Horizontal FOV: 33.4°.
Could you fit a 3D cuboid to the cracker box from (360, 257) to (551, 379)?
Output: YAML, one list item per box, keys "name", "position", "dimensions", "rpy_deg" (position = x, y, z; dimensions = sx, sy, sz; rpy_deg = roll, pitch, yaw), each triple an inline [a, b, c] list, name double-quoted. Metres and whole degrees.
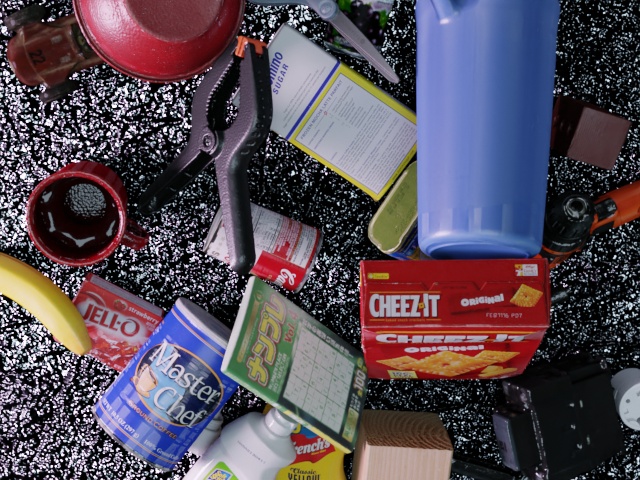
- name: "cracker box"
  position: [0.121, 0.079, 1.011]
  dimensions: [0.164, 0.213, 0.072]
  rpy_deg: [-1, 72, 4]

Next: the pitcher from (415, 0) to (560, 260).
- name: "pitcher"
  position: [0.154, -0.101, 0.970]
  dimensions: [0.149, 0.145, 0.243]
  rpy_deg: [5, 76, -6]

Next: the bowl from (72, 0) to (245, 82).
- name: "bowl"
  position: [-0.137, -0.222, 0.951]
  dimensions: [0.162, 0.055, 0.162]
  rpy_deg: [-3, 100, -20]

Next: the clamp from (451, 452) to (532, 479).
- name: "clamp"
  position: [0.225, 0.246, 1.165]
  dimensions: [0.171, 0.039, 0.120]
  rpy_deg: [42, 97, -17]

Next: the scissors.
- name: "scissors"
  position: [-0.013, -0.210, 0.992]
  dimensions: [0.096, 0.016, 0.202]
  rpy_deg: [-29, 82, 17]

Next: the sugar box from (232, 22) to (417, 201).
- name: "sugar box"
  position: [0.011, -0.125, 1.041]
  dimensions: [0.176, 0.048, 0.093]
  rpy_deg: [34, 102, -9]

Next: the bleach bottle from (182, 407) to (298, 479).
- name: "bleach bottle"
  position: [-0.095, 0.269, 1.105]
  dimensions: [0.102, 0.068, 0.251]
  rpy_deg: [36, 112, -2]

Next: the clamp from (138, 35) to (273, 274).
- name: "clamp"
  position: [-0.101, -0.089, 1.004]
  dimensions: [0.036, 0.165, 0.210]
  rpy_deg: [3, 103, -49]

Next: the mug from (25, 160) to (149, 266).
- name: "mug"
  position: [-0.219, -0.026, 1.030]
  dimensions: [0.117, 0.081, 0.093]
  rpy_deg: [25, 102, -11]

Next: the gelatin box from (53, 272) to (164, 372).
- name: "gelatin box"
  position: [-0.215, 0.086, 1.089]
  dimensions: [0.089, 0.030, 0.073]
  rpy_deg: [29, 101, -12]

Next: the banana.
- name: "banana"
  position: [-0.310, 0.051, 1.056]
  dimensions: [0.198, 0.037, 0.069]
  rpy_deg: [19, 93, 2]

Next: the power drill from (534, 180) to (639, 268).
- name: "power drill"
  position: [0.288, -0.039, 1.027]
  dimensions: [0.187, 0.184, 0.057]
  rpy_deg: [-23, 80, -4]

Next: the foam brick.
- name: "foam brick"
  position: [0.260, -0.107, 1.048]
  dimensions: [0.051, 0.078, 0.053]
  rpy_deg: [16, 104, -10]

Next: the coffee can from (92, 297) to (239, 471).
- name: "coffee can"
  position: [-0.143, 0.142, 1.061]
  dimensions: [0.102, 0.103, 0.140]
  rpy_deg: [39, 90, -13]

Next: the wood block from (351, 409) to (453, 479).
- name: "wood block"
  position: [0.079, 0.294, 1.140]
  dimensions: [0.090, 0.090, 0.206]
  rpy_deg: [3, 106, -5]

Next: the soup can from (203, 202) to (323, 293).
- name: "soup can"
  position: [-0.057, 0.001, 1.058]
  dimensions: [0.102, 0.068, 0.068]
  rpy_deg: [24, 102, -10]

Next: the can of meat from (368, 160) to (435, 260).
- name: "can of meat"
  position: [0.108, -0.021, 1.053]
  dimensions: [0.083, 0.057, 0.102]
  rpy_deg: [23, 105, -40]

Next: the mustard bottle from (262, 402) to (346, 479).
- name: "mustard bottle"
  position: [-0.015, 0.209, 1.124]
  dimensions: [0.096, 0.058, 0.192]
  rpy_deg: [3, 105, 3]
